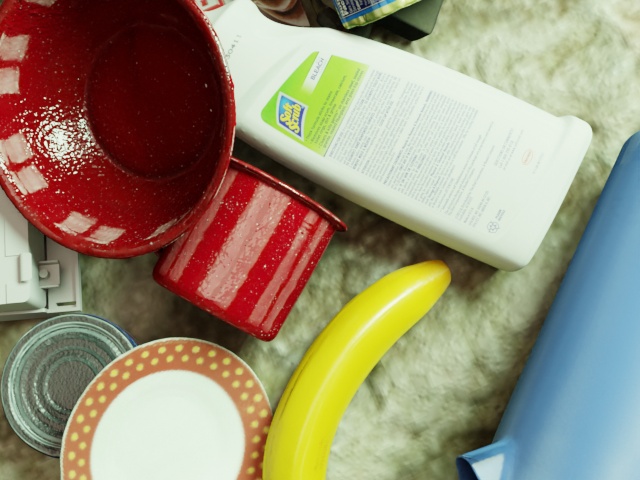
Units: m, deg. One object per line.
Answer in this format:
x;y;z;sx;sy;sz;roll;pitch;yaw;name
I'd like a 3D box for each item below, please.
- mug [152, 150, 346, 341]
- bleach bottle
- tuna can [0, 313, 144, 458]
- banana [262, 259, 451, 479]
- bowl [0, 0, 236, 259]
-0.054;0.001;0.621;0.117;0.093;0.081;27;85;20;mug
0.023;-0.078;0.621;0.251;0.068;0.102;27;89;-3;bleach bottle
-0.143;0.086;0.629;0.086;0.034;0.086;0;79;1;tuna can
0.013;0.093;0.627;0.069;0.037;0.198;25;82;-22;banana
-0.107;-0.073;0.582;0.162;0.055;0.162;5;102;22;bowl
